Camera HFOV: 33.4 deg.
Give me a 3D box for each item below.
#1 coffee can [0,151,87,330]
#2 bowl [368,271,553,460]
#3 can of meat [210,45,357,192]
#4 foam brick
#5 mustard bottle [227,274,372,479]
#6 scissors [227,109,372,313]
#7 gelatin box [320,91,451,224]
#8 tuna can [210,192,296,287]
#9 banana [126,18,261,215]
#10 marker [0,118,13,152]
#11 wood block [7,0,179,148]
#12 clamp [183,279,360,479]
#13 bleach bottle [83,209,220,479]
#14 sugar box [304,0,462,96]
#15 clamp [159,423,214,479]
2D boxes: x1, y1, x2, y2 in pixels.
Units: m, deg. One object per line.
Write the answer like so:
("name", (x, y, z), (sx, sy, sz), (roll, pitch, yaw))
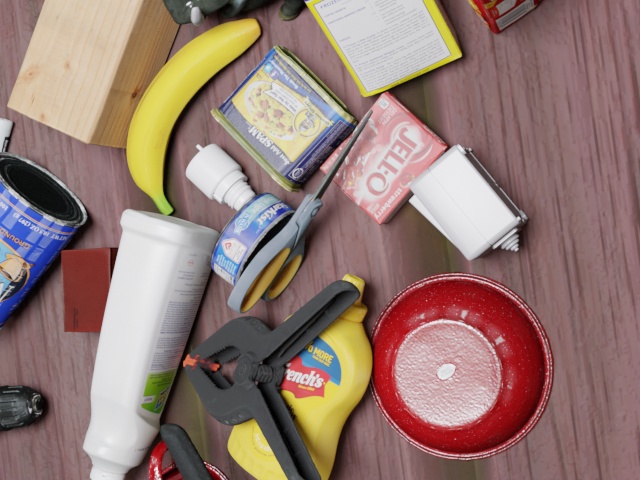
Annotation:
("coffee can", (-0.300, 0.004, 0.991), (0.103, 0.102, 0.140), (43, 103, 12))
("bowl", (0.110, 0.108, 0.889), (0.162, 0.055, 0.162), (0, 91, 17))
("can of meat", (-0.029, -0.107, 0.926), (0.102, 0.057, 0.084), (46, 102, 11))
("foam brick", (-0.204, 0.045, 0.989), (0.053, 0.051, 0.078), (-1, 91, 18))
("mustard bottle", (-0.007, 0.119, 0.922), (0.096, 0.058, 0.192), (29, 99, 37))
("scissors", (-0.009, -0.018, 0.915), (0.016, 0.096, 0.202), (37, 89, 16))
("gelatin box", (0.056, -0.070, 0.913), (0.073, 0.030, 0.089), (44, 104, 11))
("tuna can", (-0.056, 0.001, 0.923), (0.034, 0.086, 0.086), (36, 102, 15))
("banana", (-0.126, -0.123, 0.966), (0.069, 0.037, 0.198), (23, 103, -22))
("marker", (-0.323, -0.060, 1.040), (0.020, 0.020, 0.121), (18, 97, 16))
("wood block", (-0.187, -0.195, 0.956), (0.090, 0.090, 0.206), (25, 99, 15))
("clamp", (-0.046, 0.102, 0.894), (0.210, 0.036, 0.164), (10, 82, 54))
("bleach bottle", (-0.162, 0.103, 0.945), (0.068, 0.102, 0.251), (17, 93, 22))
("sugar box", (0.036, -0.203, 0.851), (0.093, 0.176, 0.048), (-22, 40, 16))
("clamp", (-0.097, 0.247, 0.884), (0.171, 0.039, 0.120), (36, 98, 16))
